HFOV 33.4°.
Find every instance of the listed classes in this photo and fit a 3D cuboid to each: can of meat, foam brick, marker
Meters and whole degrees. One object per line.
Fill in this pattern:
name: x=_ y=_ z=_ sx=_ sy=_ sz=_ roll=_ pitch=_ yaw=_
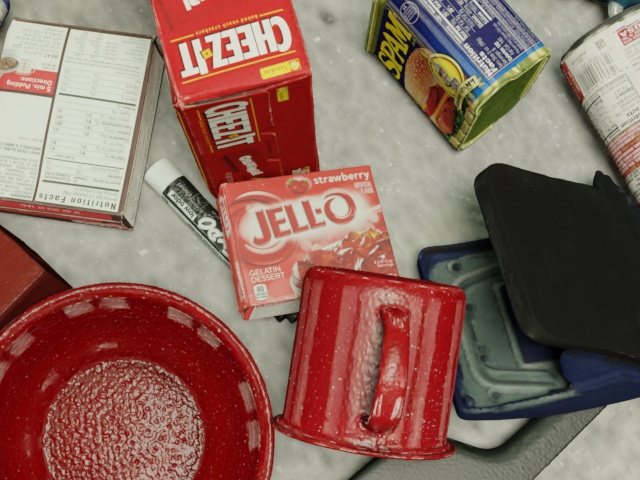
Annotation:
can of meat: x=0.074 y=-0.106 z=0.592 sx=0.057 sy=0.102 sz=0.084 roll=-38 pitch=81 yaw=-9
foam brick: x=-0.173 y=0.025 z=0.574 sx=0.053 sy=0.078 sz=0.051 roll=42 pitch=82 yaw=9
marker: x=-0.054 y=0.001 z=0.608 sx=0.020 sy=0.020 sz=0.121 roll=-42 pitch=80 yaw=-9

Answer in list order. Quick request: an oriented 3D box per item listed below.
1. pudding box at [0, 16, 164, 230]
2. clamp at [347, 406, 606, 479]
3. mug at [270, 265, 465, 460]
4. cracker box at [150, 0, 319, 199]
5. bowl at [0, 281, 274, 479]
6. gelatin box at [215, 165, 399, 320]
pudding box: x=-0.144 y=-0.067 z=0.616 sx=0.090 sy=0.039 sz=0.113 roll=8 pitch=79 yaw=2
clamp: x=0.093 y=0.157 z=0.562 sx=0.210 sy=0.036 sz=0.164 roll=-11 pitch=76 yaw=-6
mug: x=0.027 y=0.058 z=0.518 sx=0.093 sy=0.117 sz=0.081 roll=8 pitch=90 yaw=-1
cracker box: x=-0.062 y=-0.146 z=0.569 sx=0.072 sy=0.164 sz=0.214 roll=-16 pitch=77 yaw=-2
bowl: x=-0.105 y=0.105 z=0.560 sx=0.162 sy=0.055 sz=0.162 roll=1 pitch=81 yaw=-5
gelatin box: x=-0.008 y=0.000 z=0.589 sx=0.089 sy=0.030 sz=0.073 roll=-7 pitch=69 yaw=-17
